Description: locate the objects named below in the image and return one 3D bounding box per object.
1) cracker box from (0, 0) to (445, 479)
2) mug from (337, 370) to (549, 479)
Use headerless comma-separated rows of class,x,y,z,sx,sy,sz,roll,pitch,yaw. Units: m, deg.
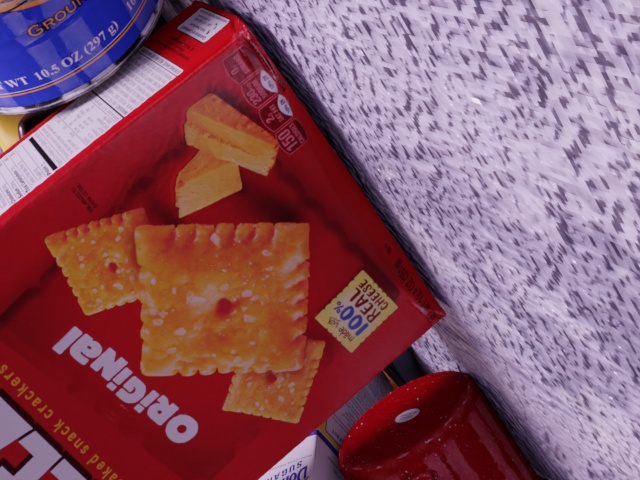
cracker box,-0.076,0.034,0.436,0.164,0.213,0.072,54,171,-30
mug,0.061,0.124,0.527,0.081,0.093,0.117,56,-165,-13
